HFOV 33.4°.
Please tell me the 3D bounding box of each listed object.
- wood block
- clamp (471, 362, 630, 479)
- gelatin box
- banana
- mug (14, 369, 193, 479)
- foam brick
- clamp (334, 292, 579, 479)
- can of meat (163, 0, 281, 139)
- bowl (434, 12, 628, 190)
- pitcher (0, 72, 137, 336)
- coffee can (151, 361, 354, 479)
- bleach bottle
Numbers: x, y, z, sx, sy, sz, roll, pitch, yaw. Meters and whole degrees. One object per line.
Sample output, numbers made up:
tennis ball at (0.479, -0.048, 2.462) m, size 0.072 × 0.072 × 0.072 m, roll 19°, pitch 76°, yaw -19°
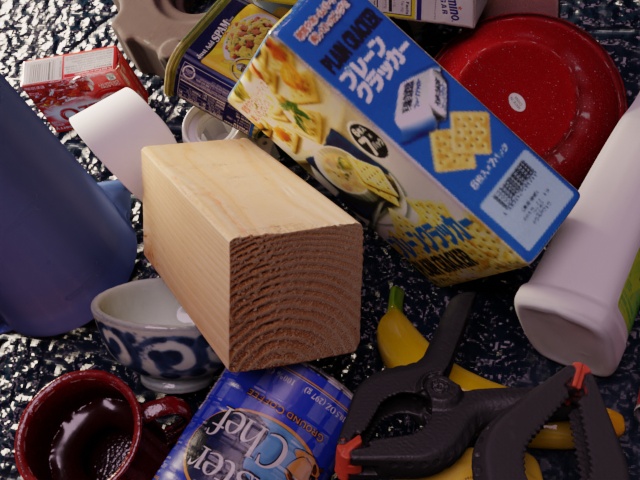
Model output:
wood block at (-0.054, 0.001, 0.738) m, size 0.090 × 0.091 × 0.206 m, roll -8°, pitch 22°, yaw -22°
clamp at (0.134, 0.170, 0.614) m, size 0.164 × 0.036 × 0.209 m, roll 26°, pitch 60°, yaw 8°
gelatin box at (-0.202, -0.129, 0.921) m, size 0.089 × 0.073 × 0.030 m, roll -7°, pitch 62°, yaw 10°
banana at (0.108, 0.099, 0.739) m, size 0.198 × 0.037 × 0.069 m, roll 31°, pitch 74°, yaw 27°
mug at (-0.145, 0.144, 0.757) m, size 0.117 × 0.081 × 0.093 m, roll -27°, pitch 59°, yaw 0°
foam brick at (0.153, -0.162, 0.855) m, size 0.078 × 0.053 × 0.051 m, roll 0°, pitch 63°, yaw 15°
clamp at (0.075, 0.096, 0.695) m, size 0.171 × 0.039 × 0.120 m, roll -18°, pitch 41°, yaw -23°
can of meat at (-0.059, -0.137, 0.834) m, size 0.084 × 0.057 × 0.102 m, roll 29°, pitch 56°, yaw 6°
bowl at (0.144, -0.097, 0.790) m, size 0.162 × 0.055 × 0.162 m, roll -1°, pitch 86°, yaw 14°
pitcher at (-0.249, -0.033, 0.784) m, size 0.145 × 0.242 × 0.149 m, roll -9°, pitch 55°, yaw 14°
coffee can at (-0.046, 0.150, 0.715) m, size 0.103 × 0.102 × 0.140 m, roll 25°, pitch 71°, yaw 25°
bleach bottle at (0.218, -0.036, 0.742) m, size 0.068 × 0.102 × 0.250 m, roll 18°, pitch 69°, yaw 29°
